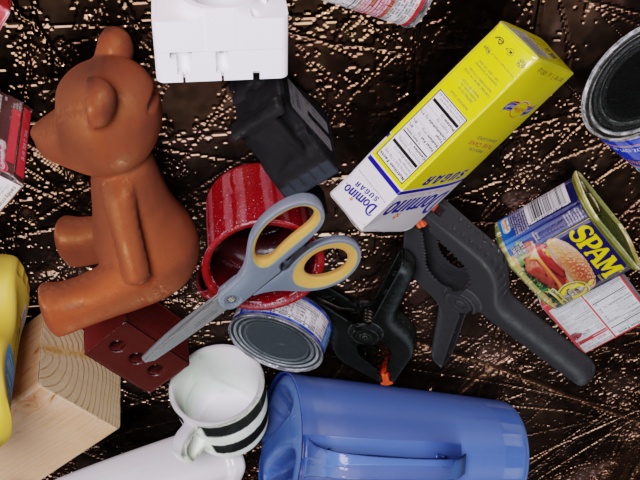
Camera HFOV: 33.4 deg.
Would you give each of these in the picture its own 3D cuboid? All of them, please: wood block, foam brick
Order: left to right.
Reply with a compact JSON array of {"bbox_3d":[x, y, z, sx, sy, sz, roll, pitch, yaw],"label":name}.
[{"bbox_3d":[-0.282,0.162,0.943,0.206,0.090,0.090,-35,128,21],"label":"wood block"},{"bbox_3d":[-0.157,0.083,0.916,0.053,0.051,0.078,-36,127,21],"label":"foam brick"}]

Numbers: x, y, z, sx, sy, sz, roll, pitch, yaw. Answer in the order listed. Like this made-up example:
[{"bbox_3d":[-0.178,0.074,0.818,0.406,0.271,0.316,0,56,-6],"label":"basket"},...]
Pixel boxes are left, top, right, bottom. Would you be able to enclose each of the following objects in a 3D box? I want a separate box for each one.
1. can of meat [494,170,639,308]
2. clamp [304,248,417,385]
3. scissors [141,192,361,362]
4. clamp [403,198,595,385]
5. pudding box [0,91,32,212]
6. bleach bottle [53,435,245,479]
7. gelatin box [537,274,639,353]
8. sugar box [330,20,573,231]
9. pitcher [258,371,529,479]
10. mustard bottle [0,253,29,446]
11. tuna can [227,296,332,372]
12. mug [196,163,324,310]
[{"bbox_3d":[0.206,0.003,0.897,0.084,0.057,0.102,-31,128,22],"label":"can of meat"},{"bbox_3d":[0.048,0.066,0.934,0.120,0.039,0.171,-8,139,27],"label":"clamp"},{"bbox_3d":[-0.047,0.043,0.808,0.096,0.016,0.202,22,125,-26],"label":"scissors"},{"bbox_3d":[0.121,0.046,0.911,0.165,0.036,0.210,-7,128,48],"label":"clamp"},{"bbox_3d":[-0.252,-0.041,0.765,0.039,0.090,0.114,28,122,-30],"label":"pudding box"},{"bbox_3d":[-0.197,0.235,0.970,0.250,0.068,0.103,-9,143,-37],"label":"bleach bottle"},{"bbox_3d":[0.248,0.056,0.968,0.073,0.030,0.089,-33,128,18],"label":"gelatin box"},{"bbox_3d":[0.096,-0.077,0.777,0.176,0.048,0.093,-48,160,22],"label":"sugar box"},{"bbox_3d":[0.072,0.199,0.997,0.242,0.149,0.145,6,131,-18],"label":"pitcher"},{"bbox_3d":[-0.262,0.105,0.825,0.058,0.191,0.096,8,130,-15],"label":"mustard bottle"},{"bbox_3d":[-0.034,0.076,0.919,0.086,0.033,0.086,14,146,10],"label":"tuna can"},{"bbox_3d":[-0.055,0.001,0.838,0.093,0.081,0.117,31,121,-31],"label":"mug"}]
